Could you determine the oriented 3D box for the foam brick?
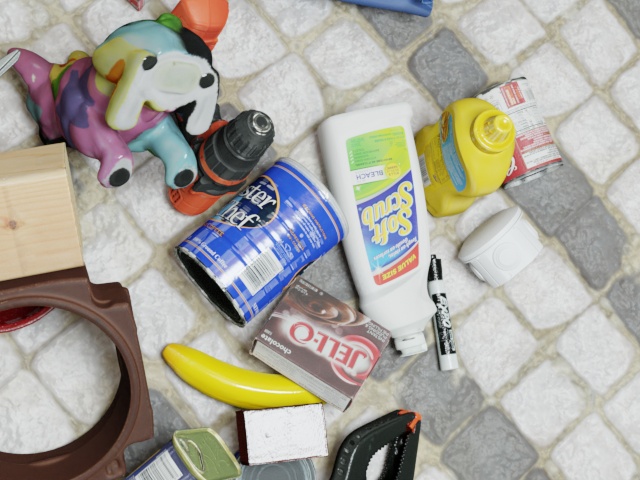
[{"bbox_3d":[-0.036,0.180,0.998,0.078,0.053,0.051,-4,80,-13],"label":"foam brick"}]

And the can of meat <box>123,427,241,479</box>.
[{"bbox_3d":[-0.131,0.219,0.971,0.084,0.102,0.057,-40,74,8],"label":"can of meat"}]

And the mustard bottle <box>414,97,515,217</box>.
[{"bbox_3d":[0.144,-0.088,1.051,0.058,0.192,0.096,-9,81,-14],"label":"mustard bottle"}]

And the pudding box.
[{"bbox_3d":[0.001,0.101,1.042,0.113,0.039,0.090,30,51,7],"label":"pudding box"}]

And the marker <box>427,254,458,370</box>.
[{"bbox_3d":[0.124,0.074,1.106,0.020,0.020,0.121,-6,81,-13],"label":"marker"}]

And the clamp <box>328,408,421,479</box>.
[{"bbox_3d":[0.039,0.257,1.032,0.209,0.036,0.164,-47,117,-25],"label":"clamp"}]

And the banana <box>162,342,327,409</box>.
[{"bbox_3d":[-0.056,0.136,1.050,0.197,0.037,0.069,3,53,-14],"label":"banana"}]

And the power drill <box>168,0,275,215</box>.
[{"bbox_3d":[-0.107,-0.136,1.023,0.057,0.185,0.187,0,70,-31],"label":"power drill"}]

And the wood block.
[{"bbox_3d":[-0.315,-0.014,0.916,0.206,0.090,0.091,-10,114,-10],"label":"wood block"}]

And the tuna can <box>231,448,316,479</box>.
[{"bbox_3d":[-0.048,0.232,1.032,0.086,0.034,0.086,2,79,-11],"label":"tuna can"}]

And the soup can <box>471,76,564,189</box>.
[{"bbox_3d":[0.208,-0.114,1.134,0.068,0.069,0.102,-20,83,-15],"label":"soup can"}]

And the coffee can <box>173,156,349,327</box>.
[{"bbox_3d":[-0.057,0.001,1.039,0.140,0.103,0.103,-42,90,-16],"label":"coffee can"}]

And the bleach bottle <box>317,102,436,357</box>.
[{"bbox_3d":[0.072,-0.008,1.090,0.102,0.068,0.251,-13,84,-14],"label":"bleach bottle"}]
